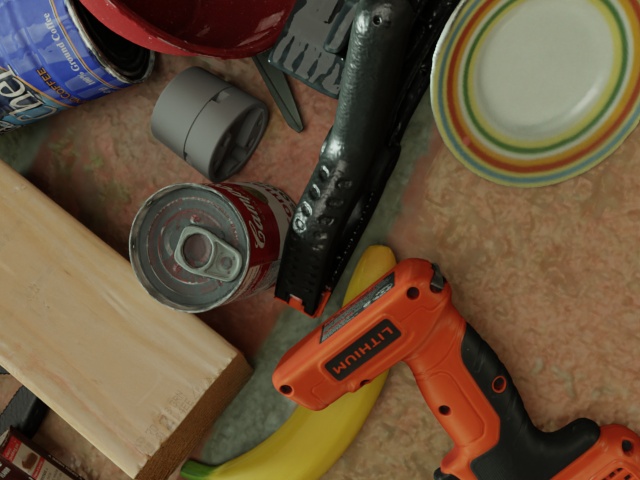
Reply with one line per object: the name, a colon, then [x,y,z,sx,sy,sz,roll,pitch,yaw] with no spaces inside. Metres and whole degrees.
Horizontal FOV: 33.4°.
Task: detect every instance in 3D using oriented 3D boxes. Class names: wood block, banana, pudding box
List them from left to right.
pudding box: [-0.198,0.185,0.674,0.090,0.039,0.113,40,104,-15]
wood block: [-0.148,0.042,0.625,0.206,0.091,0.090,38,80,11]
banana: [-0.006,0.094,0.625,0.070,0.037,0.198,43,104,10]

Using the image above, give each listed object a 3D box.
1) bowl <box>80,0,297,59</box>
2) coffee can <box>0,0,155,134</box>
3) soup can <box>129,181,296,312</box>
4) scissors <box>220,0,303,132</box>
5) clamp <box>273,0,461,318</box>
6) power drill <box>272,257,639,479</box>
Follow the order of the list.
bowl: [-0.087,-0.160,0.573,0.055,0.161,0.162,-27,85,45]
coffee can: [-0.184,-0.118,0.630,0.140,0.102,0.103,-17,89,17]
soup can: [-0.054,0.001,0.599,0.069,0.102,0.068,1,94,17]
scissors: [-0.074,-0.154,0.639,0.096,0.016,0.202,-11,90,15]
clamp: [0.020,-0.048,0.554,0.036,0.164,0.210,28,109,11]
power drill: [0.061,0.118,0.577,0.184,0.057,0.187,-40,98,8]
